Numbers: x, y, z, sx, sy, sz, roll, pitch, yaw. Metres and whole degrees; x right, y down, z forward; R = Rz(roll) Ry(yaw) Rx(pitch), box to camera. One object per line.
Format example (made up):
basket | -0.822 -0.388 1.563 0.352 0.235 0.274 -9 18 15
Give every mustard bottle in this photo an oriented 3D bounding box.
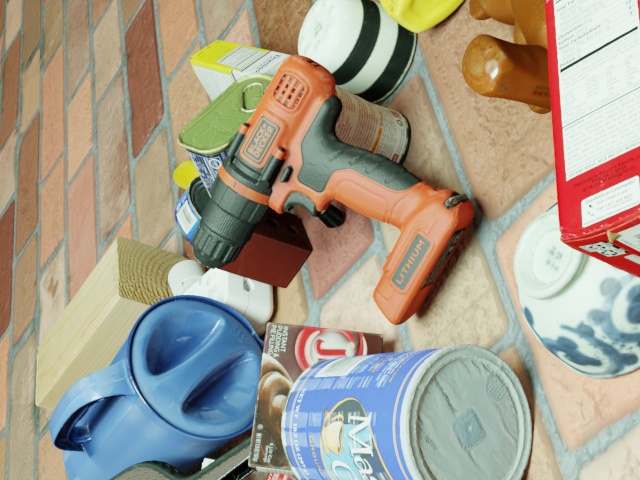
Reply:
mustard bottle | 0.071 -0.260 0.927 0.096 0.058 0.192 -51 36 19

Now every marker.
marker | -0.018 -0.043 0.897 0.020 0.121 0.020 -20 52 27

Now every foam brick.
foam brick | -0.056 0.001 0.973 0.051 0.078 0.053 -55 37 25

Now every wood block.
wood block | -0.231 0.102 1.184 0.206 0.090 0.090 -48 37 34

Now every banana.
banana | -0.125 -0.042 1.144 0.070 0.037 0.198 -54 35 23

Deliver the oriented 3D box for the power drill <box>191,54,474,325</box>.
power drill | 0.005 -0.019 0.802 0.188 0.057 0.185 35 111 14

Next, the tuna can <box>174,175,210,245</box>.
tuna can | -0.099 -0.022 1.045 0.034 0.086 0.086 -50 37 33

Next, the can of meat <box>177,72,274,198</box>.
can of meat | -0.063 -0.080 0.925 0.058 0.084 0.102 21 57 39

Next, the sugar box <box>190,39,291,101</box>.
sugar box | -0.060 -0.141 1.039 0.048 0.093 0.176 -39 29 -16

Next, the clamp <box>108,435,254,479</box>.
clamp | -0.113 0.233 0.847 0.210 0.036 0.164 -11 63 25

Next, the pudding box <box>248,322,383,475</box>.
pudding box | -0.002 0.122 0.808 0.039 0.090 0.113 79 -163 -73

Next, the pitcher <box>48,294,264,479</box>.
pitcher | -0.161 0.161 0.977 0.243 0.149 0.144 -47 12 47

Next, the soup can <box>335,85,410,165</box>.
soup can | 0.015 -0.092 0.884 0.069 0.102 0.068 -34 47 46

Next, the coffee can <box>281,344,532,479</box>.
coffee can | 0.054 0.124 0.705 0.141 0.102 0.103 -14 62 55
